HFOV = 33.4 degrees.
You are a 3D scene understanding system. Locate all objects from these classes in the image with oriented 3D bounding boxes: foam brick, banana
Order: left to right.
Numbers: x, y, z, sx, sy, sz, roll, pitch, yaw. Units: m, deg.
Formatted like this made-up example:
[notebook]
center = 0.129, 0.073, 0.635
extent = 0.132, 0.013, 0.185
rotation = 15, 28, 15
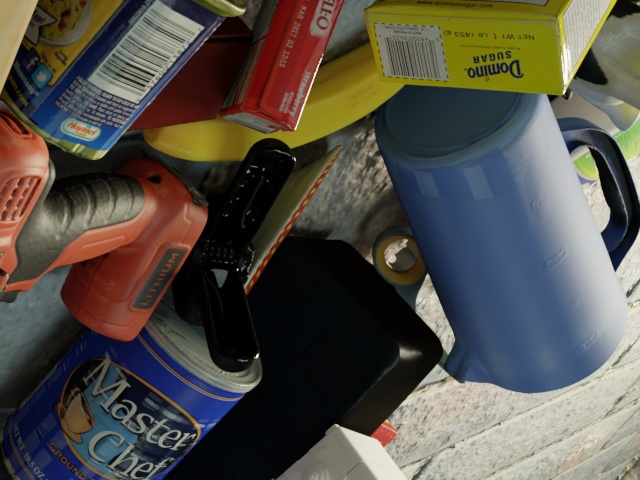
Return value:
[foam brick]
center = -0.082, -0.087, 0.489
extent = 0.078, 0.053, 0.051
rotation = -13, 144, -41
[banana]
center = -0.012, -0.083, 0.605
extent = 0.197, 0.037, 0.070
rotation = -28, 149, -21

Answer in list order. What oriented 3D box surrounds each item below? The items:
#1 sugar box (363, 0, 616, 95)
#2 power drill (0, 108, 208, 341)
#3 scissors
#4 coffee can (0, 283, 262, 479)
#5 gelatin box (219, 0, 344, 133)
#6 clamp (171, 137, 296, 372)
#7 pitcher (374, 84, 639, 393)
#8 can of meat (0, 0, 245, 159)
[sugar box]
center = 0.101, -0.138, 0.519
extent = 0.176, 0.093, 0.048
rotation = -52, 140, -39
[power drill]
center = -0.145, 0.022, 0.520
extent = 0.185, 0.057, 0.187
rotation = -56, 163, 17
[scissors]
center = 0.083, 0.051, 0.856
extent = 0.201, 0.016, 0.096
rotation = 31, 118, -33
[coffee can]
center = -0.120, 0.100, 0.678
extent = 0.140, 0.103, 0.102
rotation = -47, 153, 15
[gelatin box]
center = -0.018, -0.090, 0.512
extent = 0.089, 0.030, 0.073
rotation = -159, -90, -77
[clamp]
center = -0.054, 0.001, 0.605
extent = 0.039, 0.172, 0.120
rotation = 19, 90, -21
[pitcher]
center = 0.133, -0.019, 0.736
extent = 0.145, 0.149, 0.242
rotation = -4, 139, 25
[can of meat]
center = -0.091, -0.094, 0.410
extent = 0.084, 0.102, 0.057
rotation = -45, 153, 16
